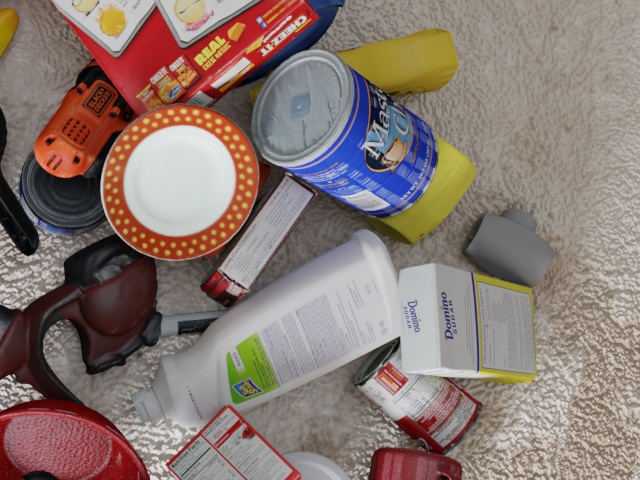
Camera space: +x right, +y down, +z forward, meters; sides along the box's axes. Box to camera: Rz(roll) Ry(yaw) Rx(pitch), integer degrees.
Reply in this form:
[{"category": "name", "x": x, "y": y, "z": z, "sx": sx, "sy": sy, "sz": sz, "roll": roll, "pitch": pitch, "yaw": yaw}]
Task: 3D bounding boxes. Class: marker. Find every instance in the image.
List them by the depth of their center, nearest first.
[{"category": "marker", "x": -0.086, "y": 0.072, "z": 0.963, "sx": 0.121, "sy": 0.020, "sz": 0.020, "roll": -4, "pitch": 81, "yaw": -17}]

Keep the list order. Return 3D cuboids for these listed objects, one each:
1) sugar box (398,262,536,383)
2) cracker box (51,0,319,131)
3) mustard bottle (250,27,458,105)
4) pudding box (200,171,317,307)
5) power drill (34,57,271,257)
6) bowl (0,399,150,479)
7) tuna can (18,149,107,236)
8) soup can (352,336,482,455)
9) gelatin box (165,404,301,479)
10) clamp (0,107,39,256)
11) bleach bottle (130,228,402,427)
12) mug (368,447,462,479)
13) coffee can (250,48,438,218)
[{"category": "sugar box", "x": 0.135, "y": 0.079, "z": 0.967, "sx": 0.175, "sy": 0.048, "sz": 0.093, "roll": 14, "pitch": 69, "yaw": -48}, {"category": "cracker box", "x": -0.130, "y": -0.218, "z": 0.883, "sx": 0.164, "sy": 0.072, "sz": 0.214, "roll": -39, "pitch": 81, "yaw": 9}, {"category": "mustard bottle", "x": 0.026, "y": -0.153, "z": 0.999, "sx": 0.191, "sy": 0.096, "sz": 0.058, "roll": -14, "pitch": 92, "yaw": -19}, {"category": "pudding box", "x": -0.056, "y": 0.001, "z": 0.948, "sx": 0.039, "sy": 0.090, "sz": 0.113, "roll": 35, "pitch": 71, "yaw": -7}, {"category": "power drill", "x": -0.138, "y": -0.086, "z": 0.943, "sx": 0.187, "sy": 0.057, "sz": 0.184, "roll": 35, "pitch": 48, "yaw": -12}, {"category": "bowl", "x": -0.215, "y": 0.182, "z": 0.859, "sx": 0.162, "sy": 0.055, "sz": 0.162, "roll": -1, "pitch": 121, "yaw": -3}, {"category": "tuna can", "x": -0.221, "y": -0.048, "z": 0.938, "sx": 0.086, "sy": 0.034, "sz": 0.086, "roll": 3, "pitch": 78, "yaw": -16}, {"category": "soup can", "x": 0.088, "y": 0.140, "z": 0.976, "sx": 0.102, "sy": 0.069, "sz": 0.068, "roll": 42, "pitch": 71, "yaw": -5}, {"category": "gelatin box", "x": -0.071, "y": 0.191, "z": 0.878, "sx": 0.089, "sy": 0.030, "sz": 0.073, "roll": 42, "pitch": 72, "yaw": 15}, {"category": "clamp", "x": -0.300, "y": -0.064, "z": 0.869, "sx": 0.120, "sy": 0.039, "sz": 0.171, "roll": -9, "pitch": 81, "yaw": -50}, {"category": "bleach bottle", "x": -0.049, "y": 0.087, "z": 0.934, "sx": 0.250, "sy": 0.068, "sz": 0.102, "roll": -25, "pitch": 107, "yaw": -11}, {"category": "mug", "x": 0.087, "y": 0.229, "z": 0.936, "sx": 0.093, "sy": 0.117, "sz": 0.081, "roll": 20, "pitch": 69, "yaw": -25}, {"category": "coffee can", "x": 0.023, "y": -0.089, "z": 0.922, "sx": 0.140, "sy": 0.103, "sz": 0.103, "roll": 27, "pitch": 69, "yaw": -48}]
